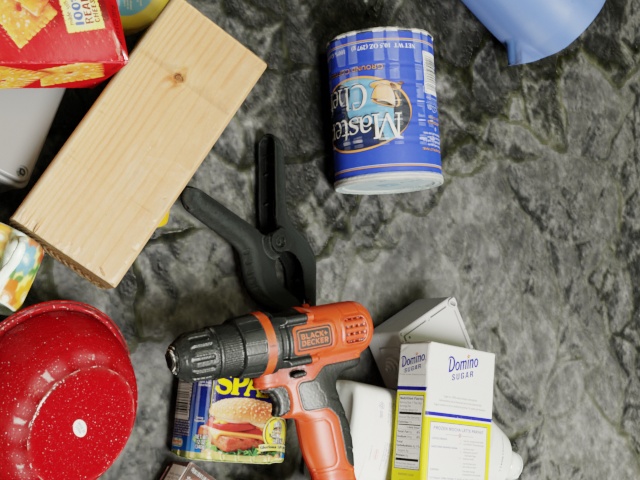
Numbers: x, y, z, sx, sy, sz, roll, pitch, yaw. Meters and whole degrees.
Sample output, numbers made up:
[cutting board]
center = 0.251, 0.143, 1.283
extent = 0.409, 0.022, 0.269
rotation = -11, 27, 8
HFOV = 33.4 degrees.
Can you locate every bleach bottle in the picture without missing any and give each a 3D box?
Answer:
[bleach bottle]
center = 0.103, 0.206, 1.027
extent = 0.250, 0.068, 0.102
rotation = 21, 74, -36

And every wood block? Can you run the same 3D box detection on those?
[wood block]
center = -0.141, -0.072, 0.819
extent = 0.090, 0.090, 0.206
rotation = 36, 77, -13

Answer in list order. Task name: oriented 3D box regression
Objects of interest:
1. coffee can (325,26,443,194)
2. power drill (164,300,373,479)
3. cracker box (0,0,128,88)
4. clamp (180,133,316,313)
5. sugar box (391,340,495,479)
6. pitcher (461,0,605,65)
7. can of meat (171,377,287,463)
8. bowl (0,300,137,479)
[coffee can]
center = 0.060, -0.119, 1.006
extent = 0.102, 0.103, 0.140
rotation = 0, 84, -37
[power drill]
center = -0.031, 0.148, 0.862
extent = 0.184, 0.057, 0.188
rotation = -8, 94, -31
[cracker box]
center = -0.249, -0.187, 0.718
extent = 0.213, 0.072, 0.164
rotation = -7, 83, -39
[clamp]
center = -0.056, 0.001, 0.943
extent = 0.120, 0.039, 0.171
rotation = -25, 100, -35
[sugar box]
center = 0.110, 0.183, 0.964
extent = 0.093, 0.048, 0.176
rotation = 15, 73, -40
[pitcher]
center = 0.182, -0.315, 1.110
extent = 0.242, 0.145, 0.149
rotation = 38, 32, -25
[can of meat]
center = -0.074, 0.143, 0.902
extent = 0.101, 0.058, 0.084
rotation = 12, 79, -36
[bowl]
center = -0.189, 0.128, 0.782
extent = 0.161, 0.055, 0.162
rotation = -19, 117, -43
